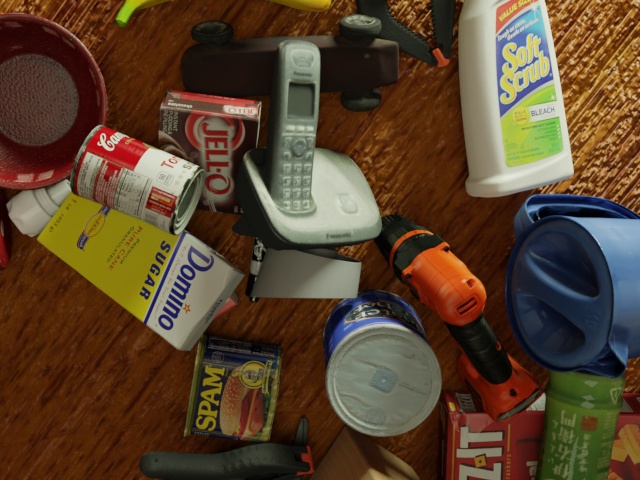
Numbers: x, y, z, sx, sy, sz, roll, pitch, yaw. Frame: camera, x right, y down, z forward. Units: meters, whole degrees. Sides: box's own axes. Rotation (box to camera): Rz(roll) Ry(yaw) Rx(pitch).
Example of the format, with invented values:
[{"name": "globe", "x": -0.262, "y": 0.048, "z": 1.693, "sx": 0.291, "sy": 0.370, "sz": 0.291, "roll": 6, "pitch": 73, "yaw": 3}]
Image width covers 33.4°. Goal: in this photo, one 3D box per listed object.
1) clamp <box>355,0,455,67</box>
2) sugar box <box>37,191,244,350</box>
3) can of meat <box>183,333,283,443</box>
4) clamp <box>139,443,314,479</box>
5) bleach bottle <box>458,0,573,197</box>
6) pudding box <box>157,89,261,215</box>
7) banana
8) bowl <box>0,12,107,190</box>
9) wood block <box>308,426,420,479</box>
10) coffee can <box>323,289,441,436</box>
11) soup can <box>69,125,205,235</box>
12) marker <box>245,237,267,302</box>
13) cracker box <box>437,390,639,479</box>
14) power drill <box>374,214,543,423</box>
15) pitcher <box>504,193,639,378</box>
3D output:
[{"name": "clamp", "x": 0.070, "y": -0.259, "z": 0.984, "sx": 0.165, "sy": 0.036, "sz": 0.210, "roll": -36, "pitch": 100, "yaw": 15}, {"name": "sugar box", "x": -0.169, "y": 0.016, "z": 1.003, "sx": 0.176, "sy": 0.048, "sz": 0.093, "roll": 35, "pitch": 90, "yaw": 13}, {"name": "can of meat", "x": -0.085, "y": 0.147, "z": 1.049, "sx": 0.084, "sy": 0.057, "sz": 0.102, "roll": 9, "pitch": 107, "yaw": -5}, {"name": "clamp", "x": -0.095, "y": 0.232, "z": 1.059, "sx": 0.171, "sy": 0.120, "sz": 0.039, "roll": 0, "pitch": 66, "yaw": -12}, {"name": "bleach bottle", "x": 0.166, "y": -0.172, "z": 0.985, "sx": 0.102, "sy": 0.068, "sz": 0.251, "roll": -15, "pitch": 100, "yaw": -21}, {"name": "pudding box", "x": -0.105, "y": -0.081, "z": 0.996, "sx": 0.090, "sy": 0.039, "sz": 0.113, "roll": 8, "pitch": 130, "yaw": -1}, {"name": "banana", "x": -0.091, "y": -0.234, "z": 0.984, "sx": 0.197, "sy": 0.037, "sz": 0.069, "roll": -6, "pitch": 80, "yaw": -4}, {"name": "bowl", "x": -0.276, "y": -0.130, "z": 0.998, "sx": 0.162, "sy": 0.055, "sz": 0.162, "roll": 0, "pitch": 101, "yaw": -1}, {"name": "wood block", "x": 0.052, "y": 0.260, "z": 0.991, "sx": 0.090, "sy": 0.206, "sz": 0.091, "roll": 35, "pitch": 91, "yaw": -11}, {"name": "coffee can", "x": 0.054, "y": 0.111, "z": 1.003, "sx": 0.103, "sy": 0.140, "sz": 0.103, "roll": 0, "pitch": 101, "yaw": -1}, {"name": "soup can", "x": -0.163, "y": -0.053, "z": 0.958, "sx": 0.102, "sy": 0.068, "sz": 0.068, "roll": 23, "pitch": 100, "yaw": 5}, {"name": "marker", "x": -0.057, "y": 0.001, "z": 1.043, "sx": 0.020, "sy": 0.020, "sz": 0.121, "roll": 9, "pitch": 101, "yaw": -2}, {"name": "cracker box", "x": 0.226, "y": 0.238, "z": 1.064, "sx": 0.213, "sy": 0.072, "sz": 0.164, "roll": 1, "pitch": 100, "yaw": 0}, {"name": "power drill", "x": 0.125, "y": 0.070, "z": 1.001, "sx": 0.057, "sy": 0.184, "sz": 0.187, "roll": -36, "pitch": 119, "yaw": -1}, {"name": "pitcher", "x": 0.293, "y": 0.033, "z": 0.965, "sx": 0.242, "sy": 0.145, "sz": 0.149, "roll": -2, "pitch": 95, "yaw": -31}]
